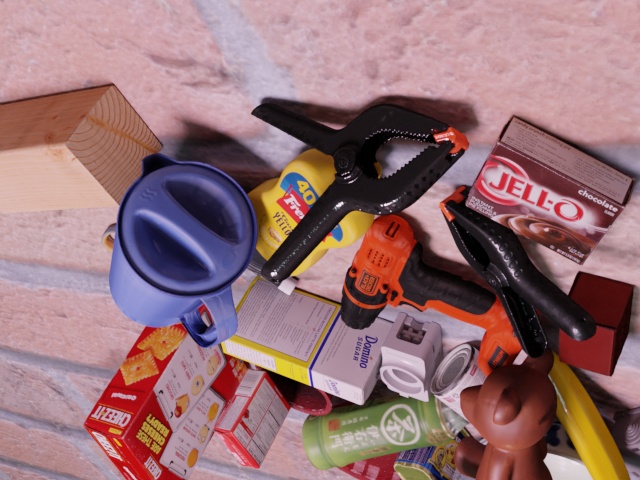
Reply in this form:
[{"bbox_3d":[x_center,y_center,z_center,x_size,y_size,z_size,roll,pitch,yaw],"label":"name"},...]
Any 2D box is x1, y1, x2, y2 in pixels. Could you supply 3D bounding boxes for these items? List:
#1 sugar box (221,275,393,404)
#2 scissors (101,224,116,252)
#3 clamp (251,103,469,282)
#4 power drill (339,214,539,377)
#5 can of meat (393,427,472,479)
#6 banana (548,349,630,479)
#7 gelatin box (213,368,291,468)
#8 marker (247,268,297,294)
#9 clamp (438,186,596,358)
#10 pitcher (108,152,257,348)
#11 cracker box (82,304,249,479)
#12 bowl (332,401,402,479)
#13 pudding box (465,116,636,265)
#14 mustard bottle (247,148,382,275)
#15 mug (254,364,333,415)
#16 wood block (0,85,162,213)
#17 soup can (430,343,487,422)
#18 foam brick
[{"bbox_3d":[-0.013,0.110,1.189,0.176,0.093,0.048,21,148,16],"label":"sugar box"},{"bbox_3d":[-0.184,0.006,1.258,0.202,0.016,0.096,-6,136,44],"label":"scissors"},{"bbox_3d":[0.025,-0.051,0.903,0.210,0.164,0.036,-6,168,33],"label":"clamp"},{"bbox_3d":[0.111,0.069,1.060,0.188,0.057,0.185,26,149,6],"label":"power drill"},{"bbox_3d":[0.141,0.264,1.289,0.058,0.083,0.102,-4,135,43],"label":"can of meat"},{"bbox_3d":[0.257,0.184,1.062,0.037,0.069,0.198,-34,84,27],"label":"banana"},{"bbox_3d":[-0.077,0.203,1.218,0.030,0.089,0.073,5,141,36],"label":"gelatin box"},{"bbox_3d":[-0.081,0.021,1.190,0.121,0.020,0.020,32,149,-2],"label":"marker"},{"bbox_3d":[0.164,0.033,0.937,0.171,0.039,0.120,53,157,14],"label":"clamp"},{"bbox_3d":[-0.150,0.027,1.096,0.145,0.149,0.243,21,161,-10],"label":"pitcher"},{"bbox_3d":[-0.187,0.192,1.335,0.072,0.213,0.164,11,144,29],"label":"cracker box"},{"bbox_3d":[0.062,0.253,1.367,0.162,0.055,0.162,22,148,14],"label":"bowl"},{"bbox_3d":[0.183,-0.039,0.863,0.113,0.039,0.090,27,148,6],"label":"pudding box"},{"bbox_3d":[-0.001,-0.034,1.003,0.096,0.058,0.192,55,144,-3],"label":"mustard bottle"},{"bbox_3d":[-0.022,0.143,1.255,0.117,0.081,0.093,8,143,32],"label":"mug"},{"bbox_3d":[-0.281,-0.093,1.127,0.207,0.090,0.090,-2,137,41],"label":"wood block"},{"bbox_3d":[0.176,0.165,1.134,0.102,0.068,0.069,38,148,-12],"label":"soup can"},{"bbox_3d":[0.247,0.076,0.961,0.051,0.053,0.078,16,146,23],"label":"foam brick"}]
